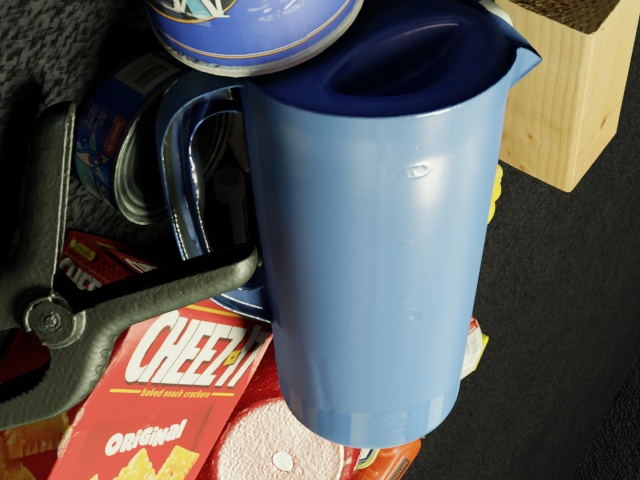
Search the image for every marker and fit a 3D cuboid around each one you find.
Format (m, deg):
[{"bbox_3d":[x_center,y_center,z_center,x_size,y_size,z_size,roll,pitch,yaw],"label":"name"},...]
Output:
[{"bbox_3d":[-0.054,0.001,0.682,0.020,0.020,0.121,-43,152,-30],"label":"marker"}]

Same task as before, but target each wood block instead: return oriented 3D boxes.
[{"bbox_3d":[0.206,-0.148,0.915,0.090,0.090,0.206,-49,154,-22],"label":"wood block"}]

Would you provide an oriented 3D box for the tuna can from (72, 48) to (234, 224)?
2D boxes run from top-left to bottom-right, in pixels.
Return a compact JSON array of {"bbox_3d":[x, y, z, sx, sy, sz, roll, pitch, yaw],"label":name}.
[{"bbox_3d":[-0.085,-0.053,0.544,0.086,0.034,0.086,-43,152,-30],"label":"tuna can"}]

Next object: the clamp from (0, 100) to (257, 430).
[{"bbox_3d":[-0.114,0.033,0.507,0.172,0.120,0.039,-56,-173,16],"label":"clamp"}]

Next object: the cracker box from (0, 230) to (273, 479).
[{"bbox_3d":[-0.124,0.113,0.619,0.214,0.072,0.164,-61,156,4],"label":"cracker box"}]

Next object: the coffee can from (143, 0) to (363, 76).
[{"bbox_3d":[-0.039,-0.150,0.432,0.102,0.103,0.140,-49,154,-19],"label":"coffee can"}]

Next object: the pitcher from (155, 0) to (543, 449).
[{"bbox_3d":[0.016,-0.004,0.564,0.144,0.149,0.243,-47,147,-42],"label":"pitcher"}]

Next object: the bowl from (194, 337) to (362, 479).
[{"bbox_3d":[-0.035,0.140,0.723,0.162,0.055,0.162,-4,103,-18],"label":"bowl"}]
